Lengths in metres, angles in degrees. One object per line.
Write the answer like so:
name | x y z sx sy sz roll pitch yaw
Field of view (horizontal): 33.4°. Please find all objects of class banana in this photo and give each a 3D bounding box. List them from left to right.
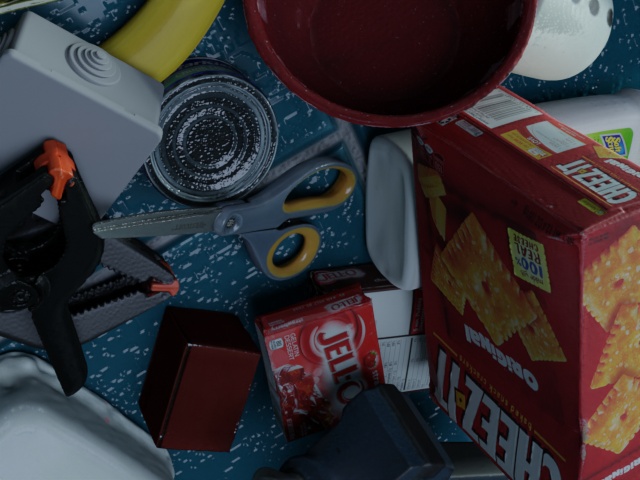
banana | -0.081 -0.147 0.583 0.069 0.037 0.198 31 99 -32

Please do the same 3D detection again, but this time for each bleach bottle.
bleach bottle | 0.155 -0.044 0.724 0.250 0.068 0.102 -13 121 -21

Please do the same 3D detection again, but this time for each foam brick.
foam brick | -0.079 0.089 0.689 0.051 0.053 0.078 8 111 -27

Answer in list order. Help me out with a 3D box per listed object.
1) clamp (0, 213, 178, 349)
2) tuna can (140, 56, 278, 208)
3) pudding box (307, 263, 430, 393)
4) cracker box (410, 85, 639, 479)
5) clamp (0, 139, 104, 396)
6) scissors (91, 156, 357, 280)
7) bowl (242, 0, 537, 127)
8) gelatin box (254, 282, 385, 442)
clamp | -0.189 0.030 0.620 0.209 0.036 0.165 8 113 -27
tuna can | -0.069 -0.063 0.630 0.086 0.034 0.086 -10 117 -20
pudding box | 0.045 0.063 0.739 0.113 0.039 0.090 -4 118 -19
cracker box | 0.121 0.041 0.606 0.072 0.164 0.214 -19 124 -18
clamp | -0.157 0.025 0.580 0.120 0.039 0.172 13 126 -40
scissors | -0.054 0.001 0.636 0.201 0.016 0.096 -23 138 -40
bowl | 0.038 -0.131 0.604 0.162 0.055 0.162 0 75 0
gelatin box | 0.002 0.079 0.690 0.073 0.030 0.089 -17 121 -12
